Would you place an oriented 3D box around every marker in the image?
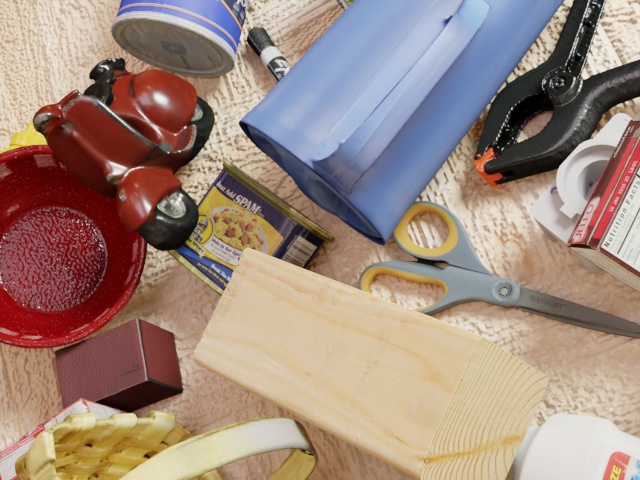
[{"bbox_3d":[-0.027,-0.130,0.859,0.020,0.020,0.121,-38,60,8],"label":"marker"}]

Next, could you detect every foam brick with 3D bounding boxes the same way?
[{"bbox_3d":[-0.154,0.101,0.817,0.078,0.051,0.053,-21,65,17],"label":"foam brick"}]

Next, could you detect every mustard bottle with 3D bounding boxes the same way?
[{"bbox_3d":[-0.265,-0.016,0.906,0.096,0.058,0.191,9,76,23],"label":"mustard bottle"}]

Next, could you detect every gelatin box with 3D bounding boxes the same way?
[{"bbox_3d":[-0.188,0.157,0.800,0.089,0.073,0.030,-33,61,11],"label":"gelatin box"}]

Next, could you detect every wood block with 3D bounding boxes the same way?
[{"bbox_3d":[0.026,0.084,0.690,0.206,0.090,0.090,19,81,43],"label":"wood block"}]

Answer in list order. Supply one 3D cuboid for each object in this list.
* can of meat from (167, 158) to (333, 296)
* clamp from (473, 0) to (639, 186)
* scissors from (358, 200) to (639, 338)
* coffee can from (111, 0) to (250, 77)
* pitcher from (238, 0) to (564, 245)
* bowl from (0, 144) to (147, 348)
[{"bbox_3d":[-0.055,0.001,0.804,0.102,0.057,0.084,36,91,31],"label":"can of meat"},{"bbox_3d":[0.172,-0.112,0.750,0.171,0.039,0.120,-36,45,12],"label":"clamp"},{"bbox_3d":[0.123,0.018,0.738,0.202,0.016,0.096,0,72,25],"label":"scissors"},{"bbox_3d":[-0.104,-0.220,0.879,0.103,0.102,0.140,6,75,27],"label":"coffee can"},{"bbox_3d":[0.068,-0.125,0.743,0.243,0.144,0.149,-50,51,-3],"label":"pitcher"},{"bbox_3d":[-0.216,0.009,0.840,0.162,0.055,0.162,1,76,-4],"label":"bowl"}]
